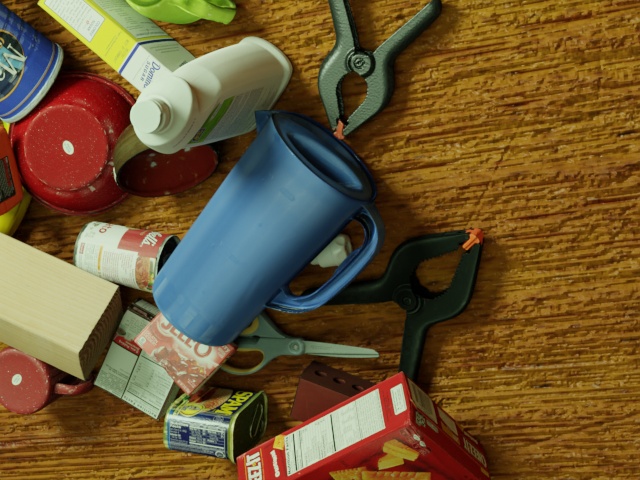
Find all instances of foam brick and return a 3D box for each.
[{"bbox_3d":[0.014,0.173,1.155,0.078,0.053,0.051,19,107,12],"label":"foam brick"}]

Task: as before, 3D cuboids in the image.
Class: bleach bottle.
[{"bbox_3d":[-0.108,-0.138,1.017,0.068,0.250,0.103,36,110,6],"label":"bleach bottle"}]

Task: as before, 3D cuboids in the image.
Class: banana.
[{"bbox_3d":[-0.365,-0.052,1.233,0.070,0.037,0.198,31,109,31],"label":"banana"}]

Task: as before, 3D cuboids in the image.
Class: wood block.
[{"bbox_3d":[-0.332,0.062,1.173,0.206,0.090,0.090,23,63,5],"label":"wood block"}]

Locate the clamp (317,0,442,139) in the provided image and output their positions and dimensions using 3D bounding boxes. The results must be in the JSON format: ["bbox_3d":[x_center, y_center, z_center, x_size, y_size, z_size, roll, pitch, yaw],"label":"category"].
[{"bbox_3d":[0.035,-0.190,1.074,0.120,0.039,0.172,30,109,10],"label":"clamp"}]

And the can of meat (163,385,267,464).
[{"bbox_3d":[-0.115,0.199,1.176,0.084,0.102,0.057,5,104,18],"label":"can of meat"}]

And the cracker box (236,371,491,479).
[{"bbox_3d":[0.046,0.245,1.111,0.214,0.072,0.164,-31,128,20],"label":"cracker box"}]

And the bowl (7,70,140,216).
[{"bbox_3d":[-0.270,-0.103,1.160,0.162,0.055,0.162,0,99,3],"label":"bowl"}]

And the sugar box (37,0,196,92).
[{"bbox_3d":[-0.199,-0.207,1.114,0.176,0.093,0.048,43,111,5],"label":"sugar box"}]

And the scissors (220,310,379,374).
[{"bbox_3d":[-0.036,0.097,1.158,0.202,0.016,0.096,-15,92,29],"label":"scissors"}]

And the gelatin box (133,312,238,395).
[{"bbox_3d":[-0.147,0.113,1.165,0.089,0.030,0.073,44,92,6],"label":"gelatin box"}]

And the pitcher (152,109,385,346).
[{"bbox_3d":[-0.057,0.001,1.089,0.144,0.149,0.243,26,117,-32],"label":"pitcher"}]

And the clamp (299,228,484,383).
[{"bbox_3d":[0.084,0.055,1.115,0.164,0.036,0.210,39,114,5],"label":"clamp"}]

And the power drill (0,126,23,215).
[{"bbox_3d":[-0.415,-0.111,1.174,0.188,0.057,0.184,23,135,33],"label":"power drill"}]

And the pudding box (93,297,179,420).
[{"bbox_3d":[-0.197,0.136,1.220,0.090,0.039,0.114,28,110,7],"label":"pudding box"}]

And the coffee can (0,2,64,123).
[{"bbox_3d":[-0.358,-0.205,1.125,0.103,0.103,0.140,-37,128,21],"label":"coffee can"}]

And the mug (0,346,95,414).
[{"bbox_3d":[-0.319,0.155,1.238,0.117,0.081,0.093,17,107,13],"label":"mug"}]

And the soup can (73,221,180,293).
[{"bbox_3d":[-0.213,0.019,1.183,0.102,0.068,0.068,10,105,16],"label":"soup can"}]
